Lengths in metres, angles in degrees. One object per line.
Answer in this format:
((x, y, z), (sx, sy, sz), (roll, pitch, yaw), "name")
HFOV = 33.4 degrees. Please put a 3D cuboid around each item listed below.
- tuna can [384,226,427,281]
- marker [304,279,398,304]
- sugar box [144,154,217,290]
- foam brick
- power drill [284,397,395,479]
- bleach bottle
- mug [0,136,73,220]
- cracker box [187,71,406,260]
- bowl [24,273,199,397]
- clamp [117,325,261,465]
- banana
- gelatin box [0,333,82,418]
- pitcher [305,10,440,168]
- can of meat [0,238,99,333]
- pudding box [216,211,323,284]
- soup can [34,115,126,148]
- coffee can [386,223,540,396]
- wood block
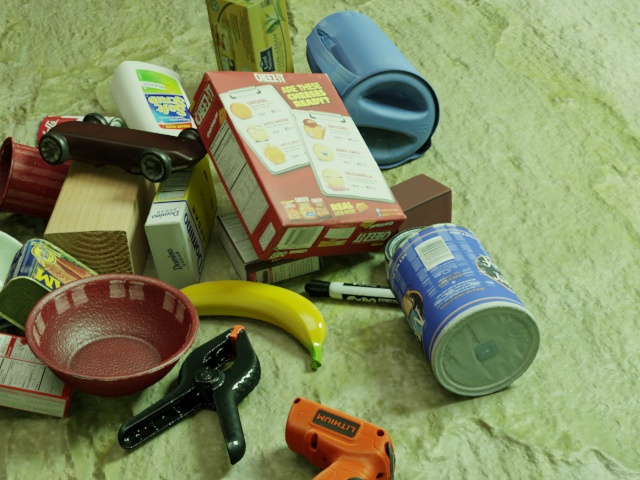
((0.110, 0.021, 1.131), (0.086, 0.034, 0.086), (-5, 34, 3), "tuna can")
((0.042, 0.054, 1.109), (0.121, 0.020, 0.020), (5, 36, 16), "marker")
((-0.153, -0.030, 1.201), (0.048, 0.093, 0.176), (-6, 35, 5), "sugar box")
((0.102, -0.032, 1.195), (0.078, 0.051, 0.053), (-24, 37, -24), "foam brick")
((-0.038, 0.212, 0.863), (0.185, 0.057, 0.187), (18, 44, 26), "power drill")
((-0.199, -0.147, 1.397), (0.102, 0.068, 0.251), (11, 29, -34), "bleach bottle")
((-0.348, -0.064, 1.282), (0.081, 0.117, 0.093), (13, 54, -29), "mug")
((-0.028, -0.083, 1.151), (0.163, 0.072, 0.214), (-5, 55, -37), "cracker box")
((-0.197, 0.099, 1.016), (0.162, 0.055, 0.162), (3, 34, -2), "bowl")
((-0.113, 0.142, 0.994), (0.120, 0.039, 0.171), (4, 32, 8), "clamp")
((-0.067, 0.071, 1.088), (0.198, 0.037, 0.069), (16, 39, 30), "banana")
((-0.280, 0.129, 1.027), (0.089, 0.030, 0.073), (12, 34, -8), "gelatin box")
((0.049, -0.211, 1.371), (0.145, 0.149, 0.243), (-8, 34, -10), "pitcher")
((-0.276, 0.055, 1.098), (0.057, 0.102, 0.084), (-44, 24, 21), "can of meat")
((-0.058, 0.001, 1.187), (0.090, 0.039, 0.114), (-16, 34, -13), "pudding box")
((-0.311, -0.129, 1.394), (0.102, 0.068, 0.068), (3, 36, 14), "soup can")
((0.132, 0.063, 1.006), (0.102, 0.103, 0.140), (-13, 35, -9), "coffee can")
((-0.243, -0.031, 1.218), (0.090, 0.091, 0.206), (-3, 35, 2), "wood block")
